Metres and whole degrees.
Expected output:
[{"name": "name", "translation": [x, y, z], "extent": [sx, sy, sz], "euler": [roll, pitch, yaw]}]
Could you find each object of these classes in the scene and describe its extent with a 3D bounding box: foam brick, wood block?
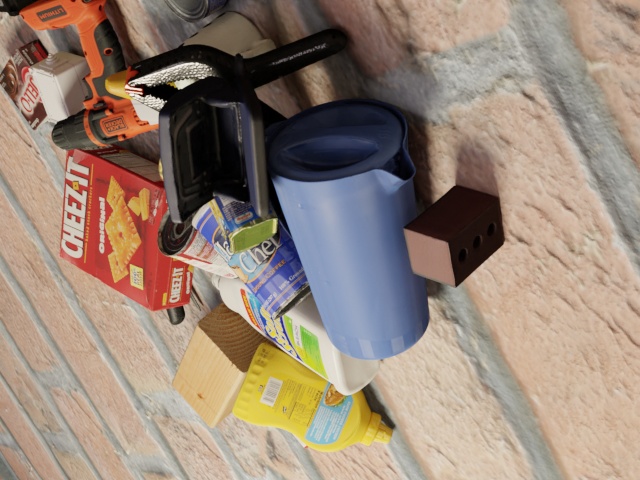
[{"name": "foam brick", "translation": [0.120, -0.004, 0.953], "extent": [0.051, 0.078, 0.053], "euler": [18, 135, 41]}, {"name": "wood block", "translation": [-0.125, 0.161, 1.432], "extent": [0.091, 0.090, 0.206], "euler": [46, 148, 10]}]

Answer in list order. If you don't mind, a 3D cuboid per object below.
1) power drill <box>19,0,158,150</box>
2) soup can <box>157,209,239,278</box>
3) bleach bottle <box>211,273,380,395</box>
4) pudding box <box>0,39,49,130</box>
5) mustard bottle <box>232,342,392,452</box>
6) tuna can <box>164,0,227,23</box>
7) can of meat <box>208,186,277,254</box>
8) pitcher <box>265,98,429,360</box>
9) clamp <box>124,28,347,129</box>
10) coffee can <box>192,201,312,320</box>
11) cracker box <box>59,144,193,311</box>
[{"name": "power drill", "translation": [-0.279, -0.201, 1.268], "extent": [0.185, 0.057, 0.187], "euler": [-11, 115, 30]}, {"name": "soup can", "translation": [-0.131, 0.001, 1.257], "extent": [0.102, 0.068, 0.069], "euler": [23, 172, -41]}, {"name": "bleach bottle", "translation": [-0.042, 0.091, 1.280], "extent": [0.251, 0.068, 0.102], "euler": [23, 137, 43]}, {"name": "pudding box", "translation": [-0.393, -0.213, 1.468], "extent": [0.090, 0.039, 0.114], "euler": [56, 149, -5]}, {"name": "mustard bottle", "translation": [-0.003, 0.202, 1.294], "extent": [0.191, 0.096, 0.058], "euler": [23, -179, -1]}, {"name": "tuna can", "translation": [-0.131, -0.265, 1.071], "extent": [0.086, 0.033, 0.086], "euler": [34, 144, 29]}, {"name": "can of meat", "translation": [-0.084, -0.040, 1.072], "extent": [0.102, 0.057, 0.084], "euler": [102, 142, -77]}, {"name": "pitcher", "translation": [0.028, -0.007, 1.031], "extent": [0.149, 0.145, 0.243], "euler": [-101, -3, -53]}, {"name": "clamp", "translation": [-0.078, -0.150, 1.013], "extent": [0.210, 0.036, 0.165], "euler": [10, 139, -9]}, {"name": "coffee can", "translation": [-0.058, 0.001, 1.171], "extent": [0.140, 0.102, 0.103], "euler": [49, 149, 7]}, {"name": "cracker box", "translation": [-0.250, -0.023, 1.380], "extent": [0.214, 0.071, 0.164], "euler": [24, 113, 39]}]
